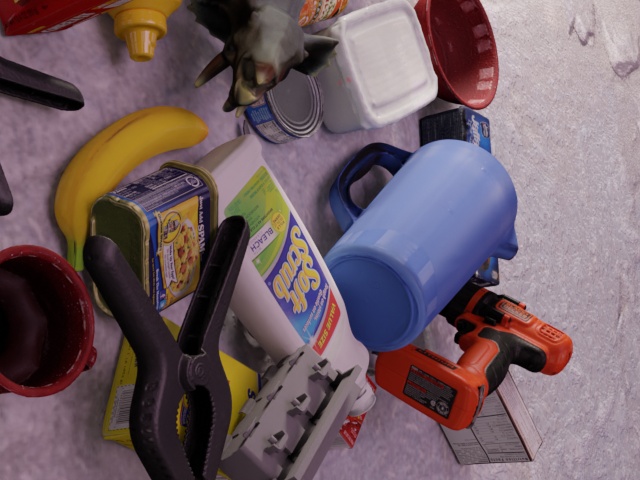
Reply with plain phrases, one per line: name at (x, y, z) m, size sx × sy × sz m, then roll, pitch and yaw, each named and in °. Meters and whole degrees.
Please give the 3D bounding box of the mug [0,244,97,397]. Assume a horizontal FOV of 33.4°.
mug at (-0.196, 0.059, 0.675) m, size 0.117 × 0.082 × 0.093 m, roll 30°, pitch 57°, yaw -45°

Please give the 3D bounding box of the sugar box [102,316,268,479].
sugar box at (-0.085, 0.137, 0.831) m, size 0.176 × 0.048 × 0.093 m, roll 35°, pitch 54°, yaw -41°

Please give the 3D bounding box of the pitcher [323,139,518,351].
pitcher at (0.083, -0.002, 1.024) m, size 0.242 × 0.149 × 0.145 m, roll -43°, pitch 125°, yaw -53°

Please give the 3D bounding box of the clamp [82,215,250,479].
clamp at (-0.104, 0.085, 0.736) m, size 0.164 × 0.036 × 0.210 m, roll 2°, pitch 90°, yaw -58°

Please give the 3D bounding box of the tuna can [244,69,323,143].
tuna can at (-0.035, -0.133, 0.987) m, size 0.086 × 0.034 × 0.086 m, roll 20°, pitch 65°, yaw -49°

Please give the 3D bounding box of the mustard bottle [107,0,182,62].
mustard bottle at (-0.145, -0.235, 0.847) m, size 0.096 × 0.058 × 0.191 m, roll 22°, pitch 62°, yaw -66°

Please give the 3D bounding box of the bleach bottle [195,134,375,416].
bleach bottle at (-0.027, 0.041, 0.895) m, size 0.250 × 0.068 × 0.102 m, roll 55°, pitch 48°, yaw -18°

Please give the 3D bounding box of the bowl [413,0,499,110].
bowl at (0.145, -0.224, 1.238) m, size 0.161 × 0.055 × 0.162 m, roll 20°, pitch 64°, yaw -49°

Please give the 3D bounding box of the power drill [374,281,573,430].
power drill at (0.134, 0.099, 1.048) m, size 0.187 × 0.185 × 0.057 m, roll -29°, pitch 137°, yaw -48°

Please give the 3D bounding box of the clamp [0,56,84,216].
clamp at (-0.239, -0.099, 0.701) m, size 0.171 × 0.039 × 0.120 m, roll 39°, pitch 46°, yaw -33°

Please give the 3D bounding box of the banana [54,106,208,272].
banana at (-0.148, -0.061, 0.818) m, size 0.197 × 0.037 × 0.070 m, roll -53°, pitch 150°, yaw -43°

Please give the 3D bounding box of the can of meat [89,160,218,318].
can of meat at (-0.122, 0.002, 0.788) m, size 0.083 × 0.058 × 0.102 m, roll -33°, pitch 133°, yaw -52°

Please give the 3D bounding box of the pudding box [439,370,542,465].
pudding box at (0.169, 0.182, 1.121) m, size 0.113 × 0.090 × 0.039 m, roll 61°, pitch 40°, yaw -20°
